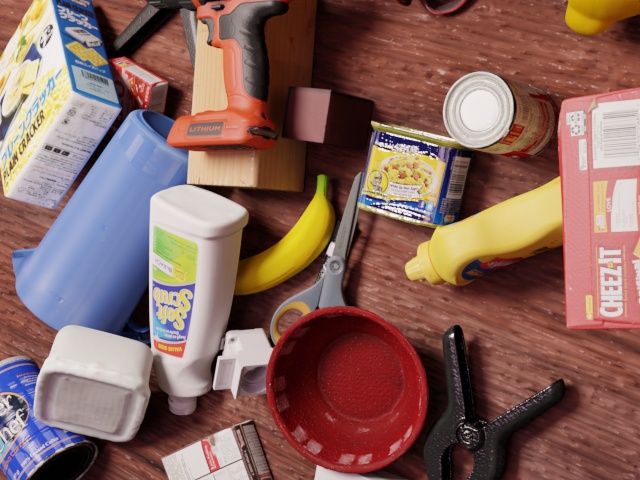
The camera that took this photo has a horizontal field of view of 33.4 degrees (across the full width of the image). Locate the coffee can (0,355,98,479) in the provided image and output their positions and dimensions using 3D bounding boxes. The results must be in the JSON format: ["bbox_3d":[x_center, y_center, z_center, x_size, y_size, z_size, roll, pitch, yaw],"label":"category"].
[{"bbox_3d":[-0.341,0.220,1.246,0.140,0.102,0.103,46,112,24],"label":"coffee can"}]

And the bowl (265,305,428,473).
[{"bbox_3d":[0.031,0.138,1.027,0.162,0.055,0.162,3,98,19],"label":"bowl"}]

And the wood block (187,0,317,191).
[{"bbox_3d":[-0.069,-0.156,1.090,0.091,0.090,0.206,5,92,33],"label":"wood block"}]

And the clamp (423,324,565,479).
[{"bbox_3d":[0.135,0.166,0.982,0.120,0.039,0.172,38,109,29],"label":"clamp"}]

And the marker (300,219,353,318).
[{"bbox_3d":[0.007,0.033,1.078,0.020,0.020,0.121,28,104,30],"label":"marker"}]

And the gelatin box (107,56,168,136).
[{"bbox_3d":[-0.211,-0.151,1.200,0.073,0.030,0.089,32,125,28],"label":"gelatin box"}]

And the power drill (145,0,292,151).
[{"bbox_3d":[-0.103,-0.180,1.023,0.185,0.057,0.187,3,90,33],"label":"power drill"}]

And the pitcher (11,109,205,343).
[{"bbox_3d":[-0.209,-0.011,1.164,0.243,0.149,0.145,-55,48,16],"label":"pitcher"}]

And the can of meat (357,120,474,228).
[{"bbox_3d":[0.089,-0.061,1.006,0.102,0.057,0.084,17,100,32],"label":"can of meat"}]

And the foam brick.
[{"bbox_3d":[0.007,-0.120,1.048,0.053,0.078,0.051,11,95,34],"label":"foam brick"}]

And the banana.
[{"bbox_3d":[-0.050,0.014,1.108,0.198,0.037,0.069,-36,52,25],"label":"banana"}]

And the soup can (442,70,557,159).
[{"bbox_3d":[0.159,-0.109,0.936,0.069,0.102,0.068,-1,89,32],"label":"soup can"}]

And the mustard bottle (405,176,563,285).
[{"bbox_3d":[0.158,-0.004,0.937,0.192,0.096,0.058,-23,79,30],"label":"mustard bottle"}]

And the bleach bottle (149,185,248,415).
[{"bbox_3d":[-0.133,0.074,1.113,0.103,0.067,0.251,24,121,33],"label":"bleach bottle"}]

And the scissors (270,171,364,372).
[{"bbox_3d":[-0.003,0.032,1.060,0.096,0.016,0.202,1,99,10],"label":"scissors"}]

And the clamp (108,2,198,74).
[{"bbox_3d":[-0.146,-0.262,1.171,0.165,0.036,0.210,33,110,27],"label":"clamp"}]

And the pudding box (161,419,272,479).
[{"bbox_3d":[-0.108,0.253,1.136,0.114,0.039,0.090,-29,74,30],"label":"pudding box"}]
